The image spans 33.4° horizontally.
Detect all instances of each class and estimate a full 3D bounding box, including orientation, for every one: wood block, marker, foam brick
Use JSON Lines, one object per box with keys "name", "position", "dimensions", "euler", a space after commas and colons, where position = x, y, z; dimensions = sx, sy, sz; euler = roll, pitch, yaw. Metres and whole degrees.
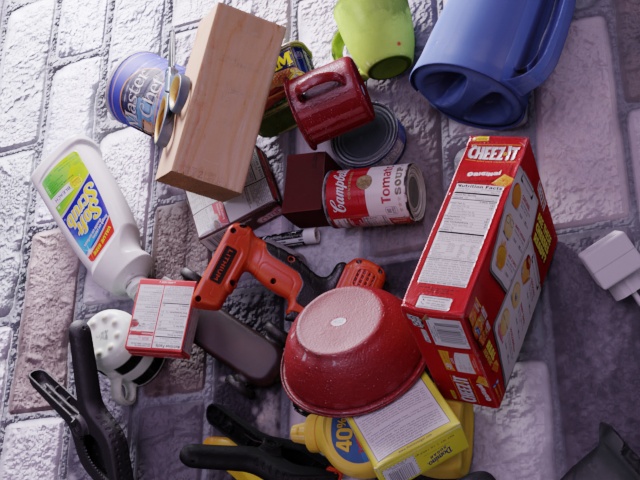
{"name": "wood block", "position": [-0.118, -0.159, 1.258], "dimensions": [0.091, 0.090, 0.206], "euler": [166, 120, -69]}
{"name": "marker", "position": [-0.058, 0.002, 1.278], "dimensions": [0.121, 0.020, 0.020], "euler": [-8, 64, 23]}
{"name": "foam brick", "position": [-0.010, -0.059, 1.262], "dimensions": [0.053, 0.051, 0.078], "euler": [-4, 66, 24]}

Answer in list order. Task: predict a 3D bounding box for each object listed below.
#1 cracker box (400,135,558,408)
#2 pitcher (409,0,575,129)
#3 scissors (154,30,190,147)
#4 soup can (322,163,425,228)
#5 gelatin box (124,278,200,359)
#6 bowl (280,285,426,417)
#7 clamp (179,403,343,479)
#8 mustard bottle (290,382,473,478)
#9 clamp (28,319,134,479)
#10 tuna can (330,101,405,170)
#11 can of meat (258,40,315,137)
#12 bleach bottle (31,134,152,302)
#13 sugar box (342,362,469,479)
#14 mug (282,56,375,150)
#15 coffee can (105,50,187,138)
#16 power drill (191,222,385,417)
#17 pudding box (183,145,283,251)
{"name": "cracker box", "position": [0.159, 0.029, 1.043], "dimensions": [0.072, 0.164, 0.213], "euler": [7, 56, 29]}
{"name": "pitcher", "position": [0.210, -0.257, 1.196], "dimensions": [0.149, 0.145, 0.242], "euler": [20, 74, 11]}
{"name": "scissors", "position": [-0.172, -0.203, 1.278], "dimensions": [0.096, 0.016, 0.201], "euler": [-44, 36, 50]}
{"name": "soup can", "position": [0.062, -0.050, 1.213], "dimensions": [0.102, 0.068, 0.068], "euler": [-4, 66, 24]}
{"name": "gelatin box", "position": [-0.178, 0.090, 1.223], "dimensions": [0.073, 0.030, 0.089], "euler": [2, 67, 18]}
{"name": "bowl", "position": [0.027, 0.097, 1.066], "dimensions": [0.162, 0.055, 0.162], "euler": [-14, 40, 12]}
{"name": "clamp", "position": [-0.063, 0.229, 1.119], "dimensions": [0.171, 0.120, 0.039], "euler": [19, 113, 13]}
{"name": "mustard bottle", "position": [0.059, 0.197, 1.104], "dimensions": [0.192, 0.058, 0.096], "euler": [-6, 59, 23]}
{"name": "clamp", "position": [-0.266, 0.203, 1.236], "dimensions": [0.210, 0.036, 0.165], "euler": [57, 138, 18]}
{"name": "tuna can", "position": [0.057, -0.119, 1.266], "dimensions": [0.086, 0.033, 0.086], "euler": [-11, 64, 22]}
{"name": "can of meat", "position": [-0.049, -0.187, 1.337], "dimensions": [0.102, 0.057, 0.084], "euler": [-26, 62, 15]}
{"name": "bleach bottle", "position": [-0.279, -0.022, 1.375], "dimensions": [0.102, 0.068, 0.251], "euler": [-42, 59, 4]}
{"name": "sugar box", "position": [0.065, 0.156, 1.061], "dimensions": [0.093, 0.048, 0.176], "euler": [-28, 38, -4]}
{"name": "mug", "position": [0.009, -0.165, 1.223], "dimensions": [0.081, 0.117, 0.093], "euler": [-22, 70, 11]}
{"name": "coffee can", "position": [-0.193, -0.177, 1.376], "dimensions": [0.140, 0.102, 0.103], "euler": [27, 81, 33]}
{"name": "power drill", "position": [-0.043, 0.078, 1.170], "dimensions": [0.187, 0.057, 0.184], "euler": [26, 78, -1]}
{"name": "pudding box", "position": [-0.107, -0.053, 1.316], "dimensions": [0.113, 0.039, 0.090], "euler": [-27, 58, 12]}
